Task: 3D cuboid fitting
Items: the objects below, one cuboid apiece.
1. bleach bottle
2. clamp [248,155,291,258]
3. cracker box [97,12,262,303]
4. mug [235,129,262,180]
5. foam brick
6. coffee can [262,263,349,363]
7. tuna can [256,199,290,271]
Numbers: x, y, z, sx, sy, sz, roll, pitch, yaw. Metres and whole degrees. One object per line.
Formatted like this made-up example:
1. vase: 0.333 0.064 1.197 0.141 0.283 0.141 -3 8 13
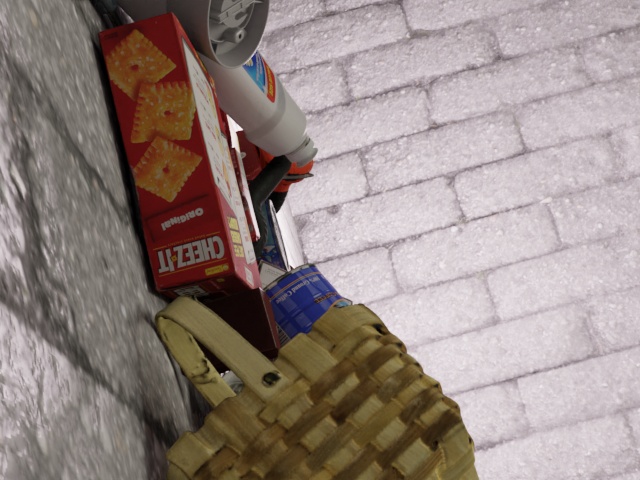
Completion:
1. bleach bottle: -0.090 -0.172 1.028 0.250 0.068 0.102 47 24 -23
2. clamp: -0.081 -0.031 1.052 0.039 0.120 0.171 89 -7 -58
3. cracker box: -0.113 -0.056 0.884 0.164 0.072 0.214 64 12 -79
4. mug: -0.106 -0.106 1.474 0.117 0.093 0.081 41 -11 29
5. foam brick: -0.074 0.075 0.859 0.051 0.078 0.053 60 15 -76
6. coffee can: 0.002 0.105 0.920 0.140 0.102 0.103 48 -7 17
7. tuna can: -0.057 0.001 1.103 0.086 0.034 0.086 -15 90 -88
